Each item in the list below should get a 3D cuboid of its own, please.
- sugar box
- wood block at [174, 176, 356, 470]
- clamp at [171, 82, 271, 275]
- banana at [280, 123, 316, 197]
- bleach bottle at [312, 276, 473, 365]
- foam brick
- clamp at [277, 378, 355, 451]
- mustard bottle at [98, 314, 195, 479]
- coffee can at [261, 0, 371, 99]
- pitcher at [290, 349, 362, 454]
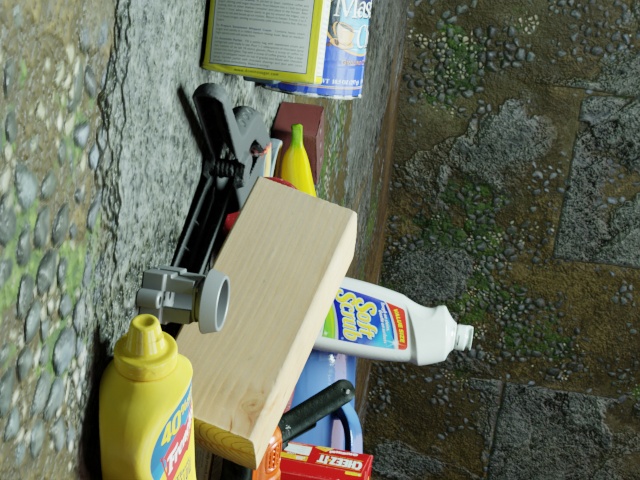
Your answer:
[{"bbox_3d":[-0.036,-0.215,0.833,0.048,0.093,0.176,-37,135,-80],"label":"sugar box"},{"bbox_3d":[-0.051,0.065,0.860,0.090,0.091,0.206,91,21,-64],"label":"wood block"},{"bbox_3d":[-0.081,-0.051,0.890,0.210,0.036,0.164,-45,147,-77],"label":"clamp"},{"bbox_3d":[-0.015,-0.026,1.128,0.069,0.037,0.198,86,-10,-60],"label":"banana"},{"bbox_3d":[0.061,0.092,1.303,0.068,0.251,0.102,55,44,-79],"label":"bleach bottle"},{"bbox_3d":[-0.024,-0.110,1.206,0.078,0.051,0.053,90,11,-48],"label":"foam brick"},{"bbox_3d":[-0.049,0.200,1.086,0.039,0.171,0.120,57,-24,17],"label":"clamp"},{"bbox_3d":[-0.117,0.132,0.727,0.096,0.058,0.192,-62,159,-55],"label":"mustard bottle"},{"bbox_3d":[-0.002,-0.217,1.059,0.102,0.103,0.140,-55,152,-74],"label":"coffee can"},{"bbox_3d":[-0.010,0.240,1.374,0.145,0.149,0.243,20,75,-81],"label":"pitcher"}]
